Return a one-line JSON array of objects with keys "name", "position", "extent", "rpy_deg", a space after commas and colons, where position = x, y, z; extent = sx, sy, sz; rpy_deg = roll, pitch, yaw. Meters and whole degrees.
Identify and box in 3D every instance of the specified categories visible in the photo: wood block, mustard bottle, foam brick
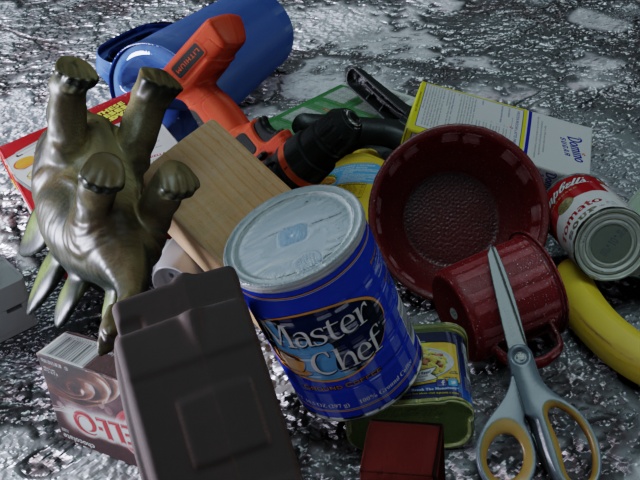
[{"name": "wood block", "position": [-0.056, 0.001, 0.915], "extent": [0.090, 0.091, 0.206], "rpy_deg": [-39, 59, -14]}, {"name": "mustard bottle", "position": [0.030, -0.036, 1.043], "extent": [0.096, 0.058, 0.191], "rpy_deg": [-8, 32, 22]}, {"name": "foam brick", "position": [0.058, 0.168, 0.727], "extent": [0.051, 0.078, 0.053], "rpy_deg": [1, 33, 11]}]

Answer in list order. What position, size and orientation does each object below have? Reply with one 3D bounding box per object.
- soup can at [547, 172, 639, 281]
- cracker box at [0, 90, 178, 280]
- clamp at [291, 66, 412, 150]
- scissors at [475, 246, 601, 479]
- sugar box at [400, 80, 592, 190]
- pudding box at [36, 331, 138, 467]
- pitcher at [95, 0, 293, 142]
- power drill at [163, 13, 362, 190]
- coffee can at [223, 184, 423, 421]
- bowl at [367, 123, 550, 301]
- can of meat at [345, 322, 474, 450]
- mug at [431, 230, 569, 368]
[{"name": "soup can", "position": [0.238, -0.013, 0.931], "extent": [0.068, 0.068, 0.102], "rpy_deg": [-7, 20, -2]}, {"name": "cracker box", "position": [-0.222, -0.059, 1.100], "extent": [0.164, 0.072, 0.214], "rpy_deg": [-26, 38, -15]}, {"name": "clamp", "position": [0.090, -0.118, 1.097], "extent": [0.210, 0.036, 0.164], "rpy_deg": [18, 34, 7]}, {"name": "scissors", "position": [0.135, 0.103, 0.795], "extent": [0.096, 0.016, 0.202], "rpy_deg": [-25, 62, -4]}, {"name": "sugar box", "position": [0.169, -0.092, 1.023], "extent": [0.176, 0.048, 0.093], "rpy_deg": [19, 41, 2]}, {"name": "pudding box", "position": [-0.155, 0.124, 0.814], "extent": [0.114, 0.090, 0.039], "rpy_deg": [15, 38, 29]}, {"name": "pitcher", "position": [-0.141, -0.218, 1.276], "extent": [0.145, 0.149, 0.242], "rpy_deg": [-20, 18, 38]}, {"name": "power drill", "position": [-0.063, -0.122, 1.028], "extent": [0.057, 0.185, 0.188], "rpy_deg": [-20, 75, -54]}, {"name": "coffee can", "position": [0.005, 0.046, 0.763], "extent": [0.103, 0.140, 0.103], "rpy_deg": [-16, 37, 13]}, {"name": "bowl", "position": [0.122, -0.022, 0.964], "extent": [0.162, 0.162, 0.055], "rpy_deg": [-7, -4, -1]}, {"name": "can of meat", "position": [0.067, 0.114, 0.823], "extent": [0.102, 0.057, 0.084], "rpy_deg": [-4, 37, 4]}, {"name": "mug", "position": [0.149, 0.057, 0.870], "extent": [0.081, 0.093, 0.117], "rpy_deg": [-21, 57, -13]}]
